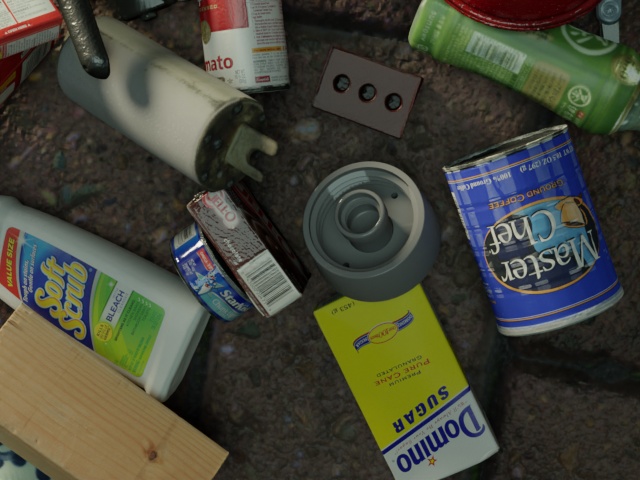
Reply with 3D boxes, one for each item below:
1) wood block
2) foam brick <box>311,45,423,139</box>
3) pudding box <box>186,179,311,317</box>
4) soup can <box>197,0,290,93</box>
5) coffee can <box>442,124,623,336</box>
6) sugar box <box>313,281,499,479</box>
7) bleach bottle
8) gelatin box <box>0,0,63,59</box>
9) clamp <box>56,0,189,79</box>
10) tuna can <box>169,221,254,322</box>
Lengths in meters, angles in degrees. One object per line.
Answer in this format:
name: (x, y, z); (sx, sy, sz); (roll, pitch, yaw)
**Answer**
wood block: (-0.191, 0.153, 0.872); (0.206, 0.090, 0.090); (38, 66, -8)
foam brick: (0.039, -0.119, 0.862); (0.078, 0.051, 0.053); (19, 99, 1)
pudding box: (-0.056, 0.001, 0.867); (0.039, 0.090, 0.113); (-33, 95, 9)
soup can: (-0.062, -0.169, 0.854); (0.068, 0.068, 0.102); (-5, 98, 5)
coffee can: (0.167, -0.008, 0.842); (0.103, 0.102, 0.140); (-19, 96, 7)
sugar box: (0.072, 0.115, 0.895); (0.093, 0.048, 0.176); (-26, 94, 7)
bleach bottle: (-0.220, 0.037, 0.900); (0.251, 0.068, 0.103); (25, 104, 4)
gelatin box: (-0.249, -0.182, 0.807); (0.073, 0.030, 0.089); (-27, 75, -27)
clamp: (-0.178, -0.213, 0.807); (0.171, 0.120, 0.039); (51, 143, -2)
tuna can: (-0.086, 0.024, 0.875); (0.034, 0.086, 0.086); (-34, 94, 9)
